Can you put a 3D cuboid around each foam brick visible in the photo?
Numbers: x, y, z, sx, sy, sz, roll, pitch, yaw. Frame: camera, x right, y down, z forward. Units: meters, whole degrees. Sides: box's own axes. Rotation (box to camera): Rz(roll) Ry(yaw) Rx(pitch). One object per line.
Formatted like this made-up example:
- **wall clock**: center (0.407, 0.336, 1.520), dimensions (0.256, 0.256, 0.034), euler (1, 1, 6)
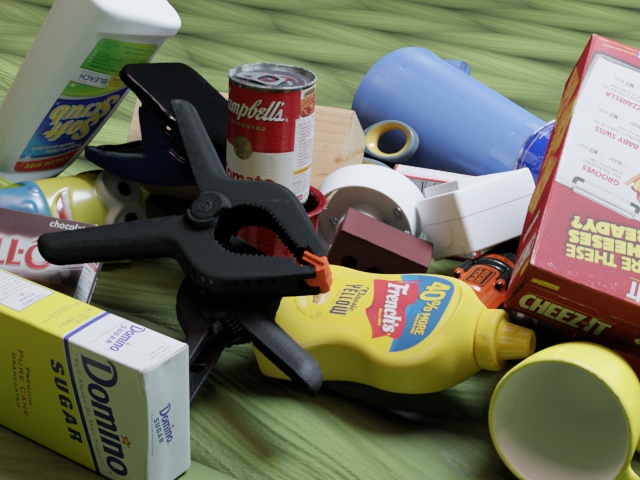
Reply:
- **foam brick**: center (0.045, 0.018, 0.865), dimensions (0.078, 0.053, 0.051), euler (23, 24, -2)

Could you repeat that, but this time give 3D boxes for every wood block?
- **wood block**: center (-0.070, -0.082, 1.009), dimensions (0.206, 0.090, 0.090), euler (9, -11, 12)

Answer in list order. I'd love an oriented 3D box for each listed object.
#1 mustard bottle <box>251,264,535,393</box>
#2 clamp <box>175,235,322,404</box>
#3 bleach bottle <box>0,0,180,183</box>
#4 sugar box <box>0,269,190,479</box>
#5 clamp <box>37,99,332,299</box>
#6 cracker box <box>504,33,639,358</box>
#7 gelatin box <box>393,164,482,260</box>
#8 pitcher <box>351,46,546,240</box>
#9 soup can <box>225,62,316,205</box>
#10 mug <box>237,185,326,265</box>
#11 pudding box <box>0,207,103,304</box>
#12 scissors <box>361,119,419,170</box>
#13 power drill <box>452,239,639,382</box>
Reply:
- **mustard bottle**: center (0.054, 0.062, 0.740), dimensions (0.192, 0.058, 0.096), euler (4, 38, 28)
- **clamp**: center (-0.052, 0.056, 0.726), dimensions (0.120, 0.039, 0.171), euler (-7, 45, 12)
- **bleach bottle**: center (-0.226, -0.111, 0.925), dimensions (0.102, 0.251, 0.068), euler (-2, 46, -53)
- **sugar box**: center (-0.162, 0.084, 0.667), dimensions (0.176, 0.093, 0.048), euler (18, 30, 30)
- **clamp**: center (-0.086, -0.008, 0.744), dimensions (0.210, 0.036, 0.164), euler (31, 66, 31)
- **cracker box**: center (0.234, -0.024, 0.741), dimensions (0.164, 0.072, 0.213), euler (20, 59, 3)
- **gelatin box**: center (0.106, -0.025, 0.967), dimensions (0.089, 0.073, 0.030), euler (9, 24, 12)
- **pitcher**: center (0.138, -0.089, 1.068), dimensions (0.144, 0.149, 0.243), euler (5, 23, -37)
- **soup can**: center (-0.040, -0.080, 0.831), dimensions (0.068, 0.102, 0.068), euler (3, 25, -2)
- **mug**: center (-0.056, 0.001, 0.876), dimensions (0.117, 0.081, 0.093), euler (3, 25, -3)
- **pudding box**: center (-0.224, 0.025, 0.795), dimensions (0.113, 0.039, 0.090), euler (10, 70, 11)
- **scissors**: center (0.020, -0.102, 1.075), dimensions (0.202, 0.096, 0.016), euler (37, 7, 34)
- **power drill**: center (0.191, 0.058, 0.822), dimensions (0.188, 0.057, 0.184), euler (14, 26, 25)
